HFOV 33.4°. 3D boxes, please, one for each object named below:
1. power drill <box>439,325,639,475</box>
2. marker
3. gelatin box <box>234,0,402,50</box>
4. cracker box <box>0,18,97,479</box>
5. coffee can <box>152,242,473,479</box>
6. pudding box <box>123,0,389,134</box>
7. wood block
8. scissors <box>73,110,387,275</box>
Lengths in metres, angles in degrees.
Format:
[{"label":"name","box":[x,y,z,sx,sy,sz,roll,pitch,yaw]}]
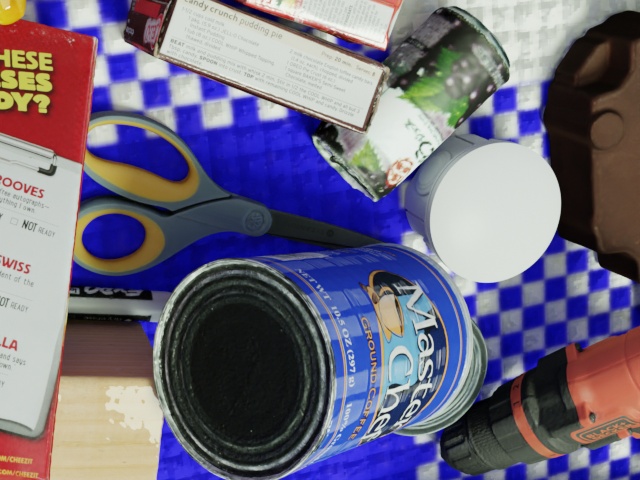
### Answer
[{"label":"power drill","box":[0.191,0.115,0.649,0.187,0.057,0.185,20,144,-36]},{"label":"marker","box":[-0.111,0.035,0.578,0.121,0.020,0.020,4,104,-19]},{"label":"gelatin box","box":[-0.010,-0.122,0.526,0.073,0.089,0.030,14,102,-21]},{"label":"cracker box","box":[-0.190,0.000,0.455,0.164,0.072,0.213,10,63,-21]},{"label":"coffee can","box":[0.001,0.055,0.535,0.140,0.103,0.103,-4,112,-57]},{"label":"pudding box","box":[-0.034,-0.092,0.526,0.113,0.090,0.039,16,100,-22]},{"label":"wood block","box":[-0.189,0.092,0.530,0.205,0.091,0.090,3,105,-19]},{"label":"scissors","box":[-0.054,0.001,0.589,0.201,0.016,0.096,30,96,-24]}]
